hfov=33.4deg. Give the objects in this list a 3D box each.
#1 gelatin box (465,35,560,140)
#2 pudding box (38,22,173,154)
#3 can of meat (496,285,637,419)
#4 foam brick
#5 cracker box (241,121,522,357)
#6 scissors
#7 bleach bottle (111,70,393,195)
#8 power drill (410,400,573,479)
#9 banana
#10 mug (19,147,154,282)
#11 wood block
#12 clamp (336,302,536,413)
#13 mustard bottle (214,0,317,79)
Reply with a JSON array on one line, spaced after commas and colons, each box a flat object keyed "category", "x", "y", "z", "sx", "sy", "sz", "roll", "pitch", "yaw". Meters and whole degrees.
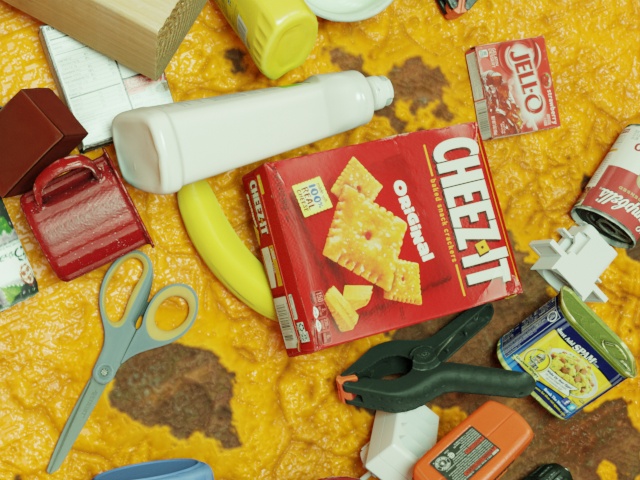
[{"category": "gelatin box", "x": 0.182, "y": -0.144, "z": 1.010, "sx": 0.073, "sy": 0.030, "sz": 0.089, "roll": -11, "pitch": 93, "yaw": -15}, {"category": "pudding box", "x": -0.180, "y": -0.140, "z": 0.911, "sx": 0.090, "sy": 0.039, "sz": 0.113, "roll": -19, "pitch": 93, "yaw": -14}, {"category": "can of meat", "x": 0.227, "y": 0.107, "z": 0.989, "sx": 0.102, "sy": 0.057, "sz": 0.084, "roll": 44, "pitch": 115, "yaw": -10}, {"category": "foam brick", "x": -0.239, "y": -0.080, "z": 0.869, "sx": 0.078, "sy": 0.051, "sz": 0.053, "roll": -41, "pitch": 88, "yaw": 16}, {"category": "cracker box", "x": 0.056, "y": -0.004, "z": 0.933, "sx": 0.213, "sy": 0.072, "sz": 0.164, "roll": -13, "pitch": 87, "yaw": -23}, {"category": "scissors", "x": -0.166, "y": 0.110, "z": 0.924, "sx": 0.096, "sy": 0.016, "sz": 0.202, "roll": 13, "pitch": 86, "yaw": -14}, {"category": "bleach bottle", "x": -0.042, "y": -0.102, "z": 0.898, "sx": 0.250, "sy": 0.103, "sz": 0.068, "roll": -18, "pitch": 106, "yaw": -29}, {"category": "power drill", "x": 0.154, "y": 0.226, "z": 0.940, "sx": 0.184, "sy": 0.057, "sz": 0.187, "roll": -38, "pitch": 138, "yaw": -21}, {"category": "banana", "x": -0.062, "y": 0.018, "z": 0.944, "sx": 0.197, "sy": 0.037, "sz": 0.069, "roll": 39, "pitch": 63, "yaw": -13}, {"category": "mug", "x": -0.195, "y": -0.024, "z": 0.871, "sx": 0.081, "sy": 0.117, "sz": 0.093, "roll": -27, "pitch": 58, "yaw": -9}, {"category": "wood block", "x": -0.199, "y": -0.225, "z": 0.851, "sx": 0.206, "sy": 0.090, "sz": 0.090, "roll": 27, "pitch": 71, "yaw": 0}, {"category": "clamp", "x": 0.103, "y": 0.118, "z": 0.951, "sx": 0.171, "sy": 0.120, "sz": 0.039, "roll": -21, "pitch": 121, "yaw": -10}, {"category": "mustard bottle", "x": -0.076, "y": -0.234, "z": 0.903, "sx": 0.058, "sy": 0.096, "sz": 0.192, "roll": -32, "pitch": 76, "yaw": -11}]
